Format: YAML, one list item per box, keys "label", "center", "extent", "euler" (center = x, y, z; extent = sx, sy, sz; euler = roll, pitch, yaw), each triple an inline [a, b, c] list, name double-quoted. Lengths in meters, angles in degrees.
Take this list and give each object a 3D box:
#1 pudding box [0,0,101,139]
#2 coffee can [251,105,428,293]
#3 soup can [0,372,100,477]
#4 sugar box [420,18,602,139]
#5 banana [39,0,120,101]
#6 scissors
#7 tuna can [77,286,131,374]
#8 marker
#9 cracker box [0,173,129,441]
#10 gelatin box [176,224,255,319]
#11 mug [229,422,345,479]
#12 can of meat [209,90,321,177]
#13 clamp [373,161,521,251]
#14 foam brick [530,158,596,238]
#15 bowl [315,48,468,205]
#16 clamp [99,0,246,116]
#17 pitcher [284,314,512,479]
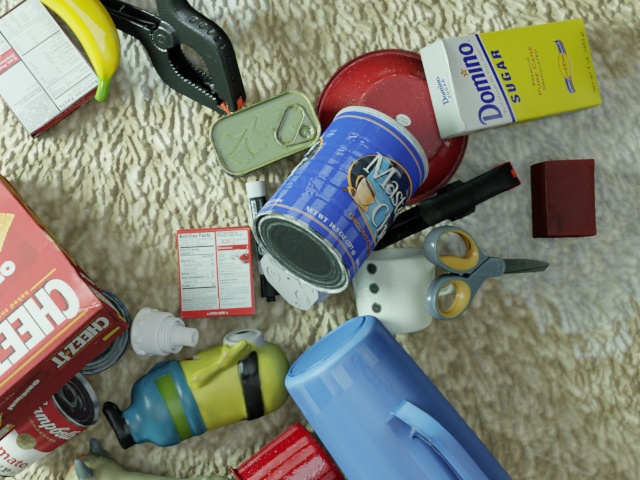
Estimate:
- label: "pudding box"
  center: [-0.276, -0.168, 1.033]
  extent: [0.090, 0.039, 0.113]
  euler: [-37, 95, -7]
- label: "coffee can"
  center: [0.019, -0.038, 0.965]
  extent: [0.103, 0.103, 0.140]
  euler: [39, 64, -5]
- label: "soup can"
  center: [-0.268, 0.169, 1.001]
  extent: [0.102, 0.068, 0.068]
  euler: [-34, 93, 15]
- label: "sugar box"
  center: [0.190, -0.161, 1.051]
  extent: [0.175, 0.048, 0.093]
  euler: [-14, 91, -29]
- label: "banana"
  center: [-0.253, -0.222, 0.999]
  extent: [0.198, 0.037, 0.069]
  euler: [44, 78, -6]
- label: "scissors"
  center: [0.159, 0.042, 1.027]
  extent: [0.201, 0.016, 0.096]
  euler: [23, 79, -45]
- label: "tuna can"
  center: [-0.227, 0.087, 1.038]
  extent: [0.086, 0.034, 0.086]
  euler: [0, 89, -6]
- label: "marker"
  center: [-0.057, 0.001, 1.064]
  extent: [0.020, 0.020, 0.121]
  euler: [-8, 90, -6]
- label: "cracker box"
  center: [-0.305, 0.050, 0.969]
  extent: [0.164, 0.072, 0.214]
  euler: [-42, 65, -5]
- label: "gelatin box"
  center: [-0.104, 0.031, 1.054]
  extent: [0.073, 0.030, 0.089]
  euler: [-3, 90, -5]
- label: "mug"
  center: [-0.021, 0.240, 1.029]
  extent: [0.081, 0.093, 0.117]
  euler: [-37, 79, -10]
- label: "can of meat"
  center: [-0.055, -0.100, 1.033]
  extent: [0.102, 0.084, 0.057]
  euler: [-23, 92, -6]
- label: "clamp"
  center: [0.123, -0.034, 1.050]
  extent: [0.171, 0.120, 0.039]
  euler: [-21, 92, -39]
- label: "foam brick"
  center: [0.245, -0.042, 1.081]
  extent: [0.053, 0.051, 0.078]
  euler: [-1, 89, -5]
- label: "bowl"
  center: [0.076, -0.115, 1.062]
  extent: [0.162, 0.055, 0.162]
  euler: [0, 89, -7]
- label: "clamp"
  center: [-0.153, -0.201, 1.023]
  extent: [0.210, 0.165, 0.036]
  euler: [54, 46, -21]
- label: "pitcher"
  center: [0.081, 0.191, 0.992]
  extent: [0.149, 0.144, 0.243]
  euler: [-34, 96, 25]
